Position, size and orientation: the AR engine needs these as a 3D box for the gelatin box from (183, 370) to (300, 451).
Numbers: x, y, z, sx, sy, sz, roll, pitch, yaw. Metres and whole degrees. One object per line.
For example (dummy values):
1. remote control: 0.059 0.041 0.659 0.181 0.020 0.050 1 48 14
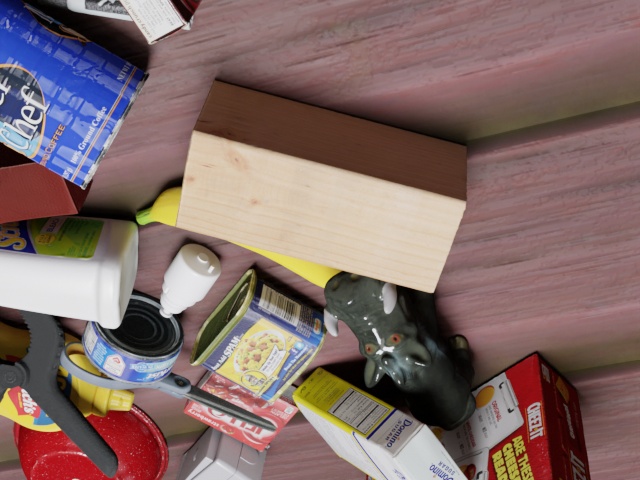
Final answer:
1. gelatin box: -0.073 0.153 1.010 0.089 0.030 0.073 30 123 -13

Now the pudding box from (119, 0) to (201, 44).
1. pudding box: -0.124 -0.204 0.733 0.039 0.090 0.113 -25 117 23

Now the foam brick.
1. foam brick: -0.236 -0.052 0.878 0.078 0.051 0.053 -6 123 12

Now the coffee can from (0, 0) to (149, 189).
1. coffee can: -0.214 -0.116 0.798 0.140 0.102 0.103 30 123 -13

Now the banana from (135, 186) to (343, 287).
1. banana: -0.056 -0.005 0.894 0.197 0.037 0.070 21 162 -4

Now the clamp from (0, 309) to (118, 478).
1. clamp: -0.262 0.124 0.951 0.164 0.036 0.210 1 88 -6

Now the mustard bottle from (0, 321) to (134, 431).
1. mustard bottle: -0.270 0.128 1.001 0.191 0.058 0.096 14 103 -3

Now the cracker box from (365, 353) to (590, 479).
1. cracker box: 0.135 0.224 0.948 0.072 0.164 0.214 40 121 -22

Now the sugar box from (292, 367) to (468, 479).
1. sugar box: 0.052 0.175 0.932 0.093 0.048 0.176 54 160 -27

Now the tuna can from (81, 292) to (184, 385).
1. tuna can: -0.164 0.085 0.942 0.086 0.086 0.034 23 122 -8

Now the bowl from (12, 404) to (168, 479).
1. bowl: -0.237 0.224 1.067 0.162 0.055 0.162 4 125 5

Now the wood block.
1. wood block: 0.002 -0.042 0.827 0.206 0.090 0.090 14 125 -2

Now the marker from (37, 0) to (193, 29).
1. marker: -0.156 -0.176 0.800 0.121 0.020 0.020 9 125 2

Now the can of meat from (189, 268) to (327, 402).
1. can of meat: -0.053 0.087 0.946 0.084 0.057 0.102 31 123 -16

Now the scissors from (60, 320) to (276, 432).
1. scissors: -0.136 0.117 0.970 0.201 0.096 0.016 17 123 -20

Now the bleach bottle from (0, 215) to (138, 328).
1. bleach bottle: -0.284 0.014 0.893 0.251 0.102 0.068 6 120 -1
